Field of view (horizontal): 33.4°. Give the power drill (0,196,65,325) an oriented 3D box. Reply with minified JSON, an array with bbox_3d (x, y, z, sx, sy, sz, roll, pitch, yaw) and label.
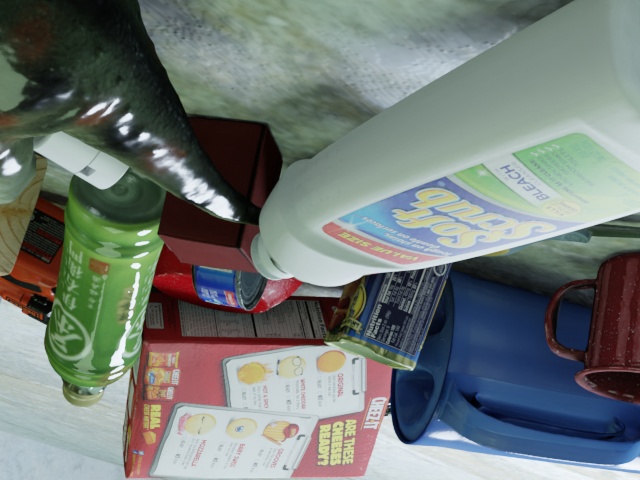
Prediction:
[{"bbox_3d":[-0.218,0.033,0.897,0.184,0.057,0.188,26,157,-3],"label":"power drill"}]

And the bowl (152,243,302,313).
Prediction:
[{"bbox_3d":[-0.077,0.015,0.806,0.162,0.055,0.162,11,162,3],"label":"bowl"}]

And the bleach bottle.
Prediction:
[{"bbox_3d":[0.061,-0.026,0.500,0.102,0.068,0.251,27,146,-32],"label":"bleach bottle"}]

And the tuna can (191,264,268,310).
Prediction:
[{"bbox_3d":[-0.055,0.001,0.697,0.034,0.086,0.086,10,162,11],"label":"tuna can"}]

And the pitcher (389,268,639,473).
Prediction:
[{"bbox_3d":[0.183,0.111,0.792,0.242,0.149,0.145,12,153,-10],"label":"pitcher"}]

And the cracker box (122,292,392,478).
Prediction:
[{"bbox_3d":[-0.054,0.124,0.902,0.213,0.072,0.164,2,128,-15],"label":"cracker box"}]

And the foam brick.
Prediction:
[{"bbox_3d":[-0.058,-0.026,0.632,0.051,0.078,0.053,7,161,12],"label":"foam brick"}]

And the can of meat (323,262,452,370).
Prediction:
[{"bbox_3d":[0.045,0.038,0.714,0.057,0.084,0.102,22,172,-6],"label":"can of meat"}]
